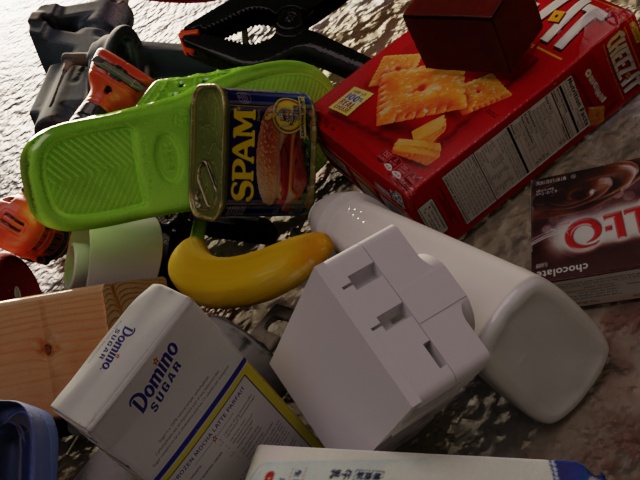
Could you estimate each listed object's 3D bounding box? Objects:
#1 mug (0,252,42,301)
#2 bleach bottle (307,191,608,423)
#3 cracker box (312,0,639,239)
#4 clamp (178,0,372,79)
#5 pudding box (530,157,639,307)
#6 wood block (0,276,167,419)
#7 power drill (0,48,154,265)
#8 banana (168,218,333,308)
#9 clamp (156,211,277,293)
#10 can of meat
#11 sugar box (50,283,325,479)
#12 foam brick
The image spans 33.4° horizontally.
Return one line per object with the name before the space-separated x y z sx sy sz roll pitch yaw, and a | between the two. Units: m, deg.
mug | -0.290 0.057 0.932 0.081 0.093 0.117 -18 6 13
bleach bottle | 0.068 0.025 0.703 0.068 0.102 0.251 -51 34 -4
cracker box | 0.114 -0.111 0.810 0.213 0.072 0.164 -39 40 -5
clamp | -0.018 -0.178 0.938 0.210 0.036 0.164 -11 59 1
pudding box | 0.191 -0.007 0.677 0.114 0.039 0.090 -13 45 25
wood block | -0.220 0.088 0.798 0.206 0.090 0.091 -10 88 22
power drill | -0.207 -0.064 0.921 0.187 0.057 0.184 -60 3 -5
banana | -0.064 0.018 0.773 0.198 0.037 0.069 9 75 55
clamp | -0.107 -0.015 0.901 0.120 0.039 0.171 -28 46 -1
can of meat | -0.051 -0.067 0.818 0.058 0.083 0.102 11 101 58
sugar box | -0.072 0.113 0.638 0.048 0.176 0.093 17 62 44
foam brick | 0.109 -0.157 0.763 0.078 0.051 0.053 13 57 42
